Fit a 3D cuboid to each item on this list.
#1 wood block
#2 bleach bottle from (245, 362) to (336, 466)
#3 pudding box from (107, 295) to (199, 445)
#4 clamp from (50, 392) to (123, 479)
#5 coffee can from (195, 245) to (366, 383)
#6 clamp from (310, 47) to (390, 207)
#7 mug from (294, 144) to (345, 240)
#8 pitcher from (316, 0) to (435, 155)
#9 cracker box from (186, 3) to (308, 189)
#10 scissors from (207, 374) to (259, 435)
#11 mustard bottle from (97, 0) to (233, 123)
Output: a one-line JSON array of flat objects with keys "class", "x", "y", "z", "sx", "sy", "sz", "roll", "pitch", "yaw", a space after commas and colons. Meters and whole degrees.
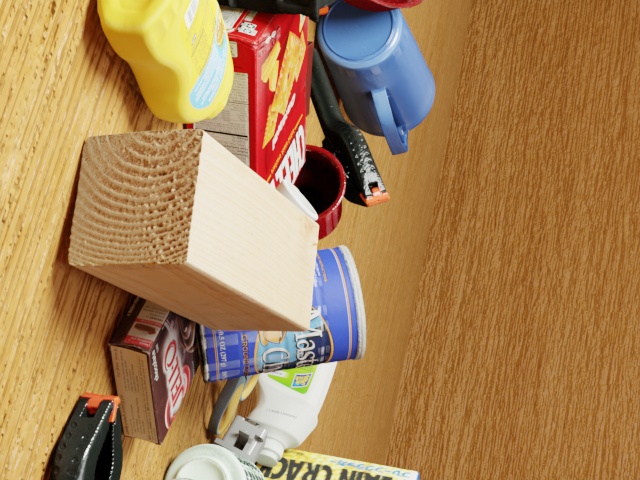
[{"class": "wood block", "x": -0.082, "y": 0.001, "z": 0.764, "sx": 0.206, "sy": 0.090, "sz": 0.091, "roll": 38, "pitch": 54, "yaw": -64}, {"class": "bleach bottle", "x": -0.034, "y": 0.139, "z": 1.221, "sx": 0.068, "sy": 0.103, "sz": 0.250, "roll": 81, "pitch": 23, "yaw": -51}, {"class": "pudding box", "x": -0.130, "y": 0.092, "z": 0.846, "sx": 0.090, "sy": 0.039, "sz": 0.113, "roll": -69, "pitch": 164, "yaw": -46}, {"class": "clamp", "x": -0.169, "y": 0.192, "z": 0.731, "sx": 0.120, "sy": 0.039, "sz": 0.171, "roll": 35, "pitch": 58, "yaw": -83}, {"class": "coffee can", "x": -0.040, "y": 0.064, "z": 0.937, "sx": 0.103, "sy": 0.140, "sz": 0.103, "roll": 172, "pitch": -90, "yaw": -80}, {"class": "clamp", "x": 0.019, "y": -0.115, "z": 1.209, "sx": 0.210, "sy": 0.036, "sz": 0.164, "roll": -126, "pitch": -157, "yaw": -49}, {"class": "mug", "x": -0.022, "y": -0.058, "z": 1.189, "sx": 0.081, "sy": 0.093, "sz": 0.117, "roll": 82, "pitch": -17, "yaw": -69}, {"class": "pitcher", "x": 0.074, "y": -0.223, "z": 1.397, "sx": 0.145, "sy": 0.149, "sz": 0.242, "roll": -56, "pitch": 163, "yaw": -3}, {"class": "cracker box", "x": -0.060, "y": -0.122, "z": 0.950, "sx": 0.164, "sy": 0.072, "sz": 0.214, "roll": -67, "pitch": 162, "yaw": -50}, {"class": "scissors", "x": -0.067, "y": 0.110, "z": 1.075, "sx": 0.202, "sy": 0.016, "sz": 0.096, "roll": -66, "pitch": 168, "yaw": 25}, {"class": "mustard bottle", "x": -0.101, "y": -0.139, "z": 0.764, "sx": 0.191, "sy": 0.058, "sz": 0.096, "roll": 70, "pitch": 30, "yaw": -67}]
